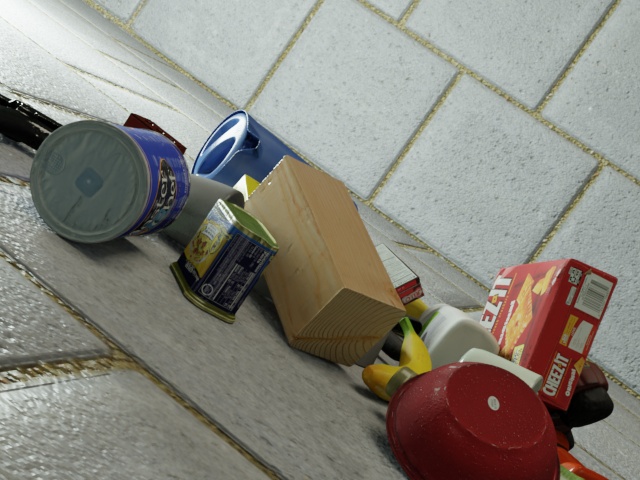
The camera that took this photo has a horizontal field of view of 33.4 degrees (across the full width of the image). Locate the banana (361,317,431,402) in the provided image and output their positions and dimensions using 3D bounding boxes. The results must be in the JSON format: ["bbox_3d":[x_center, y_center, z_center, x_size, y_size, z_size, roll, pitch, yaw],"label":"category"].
[{"bbox_3d":[0.085,0.138,1.131,0.069,0.037,0.197,47,17,2],"label":"banana"}]

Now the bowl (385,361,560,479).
[{"bbox_3d":[0.140,0.157,0.911,0.162,0.055,0.162,12,40,-10],"label":"bowl"}]

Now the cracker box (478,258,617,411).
[{"bbox_3d":[0.252,0.110,1.281,0.072,0.164,0.214,25,-9,-9],"label":"cracker box"}]

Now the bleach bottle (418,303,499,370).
[{"bbox_3d":[0.160,0.123,1.358,0.068,0.102,0.251,39,7,-5],"label":"bleach bottle"}]

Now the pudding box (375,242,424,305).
[{"bbox_3d":[0.074,0.057,1.444,0.114,0.090,0.039,48,-21,53],"label":"pudding box"}]

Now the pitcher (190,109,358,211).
[{"bbox_3d":[-0.069,-0.073,1.586,0.242,0.145,0.149,35,18,-26],"label":"pitcher"}]

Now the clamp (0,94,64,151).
[{"bbox_3d":[-0.310,-0.120,1.088,0.209,0.036,0.165,29,8,-39],"label":"clamp"}]

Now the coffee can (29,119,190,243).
[{"bbox_3d":[-0.182,-0.052,0.948,0.103,0.103,0.140,35,7,5],"label":"coffee can"}]

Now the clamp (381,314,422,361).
[{"bbox_3d":[0.050,0.086,1.317,0.171,0.039,0.120,35,13,15],"label":"clamp"}]

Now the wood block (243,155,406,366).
[{"bbox_3d":[-0.002,0.019,1.116,0.090,0.090,0.206,24,30,-38],"label":"wood block"}]

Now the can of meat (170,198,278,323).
[{"bbox_3d":[-0.089,0.016,1.001,0.057,0.084,0.102,31,8,-26],"label":"can of meat"}]
